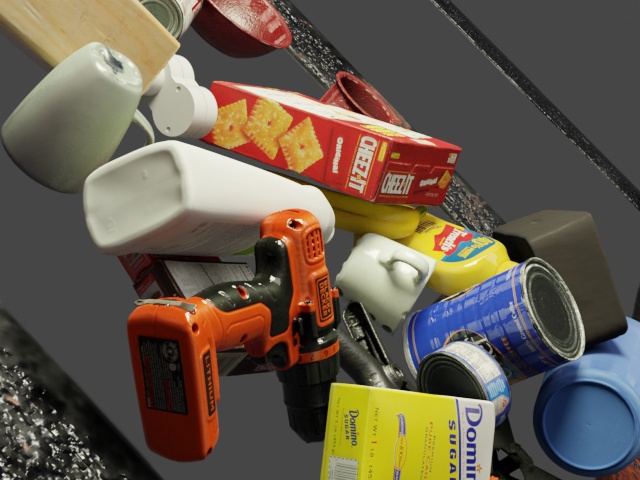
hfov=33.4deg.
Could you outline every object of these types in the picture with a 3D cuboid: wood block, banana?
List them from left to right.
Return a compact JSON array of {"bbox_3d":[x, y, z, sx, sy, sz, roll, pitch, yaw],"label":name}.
[{"bbox_3d":[-0.221,-0.196,0.862,0.091,0.090,0.205,33,-7,37],"label":"wood block"},{"bbox_3d":[0.017,-0.033,1.070,0.197,0.037,0.069,14,12,-11],"label":"banana"}]

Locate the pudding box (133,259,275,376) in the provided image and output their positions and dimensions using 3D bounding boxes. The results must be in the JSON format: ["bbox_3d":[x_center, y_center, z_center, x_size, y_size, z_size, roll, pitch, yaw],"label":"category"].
[{"bbox_3d":[-0.080,0.060,0.834,0.113,0.039,0.090,7,43,-57],"label":"pudding box"}]

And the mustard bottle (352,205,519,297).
[{"bbox_3d":[0.133,0.019,1.103,0.192,0.058,0.096,23,32,33],"label":"mustard bottle"}]

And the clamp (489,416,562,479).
[{"bbox_3d":[0.173,0.203,1.005,0.165,0.036,0.209,53,21,22],"label":"clamp"}]

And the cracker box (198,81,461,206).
[{"bbox_3d":[0.010,-0.097,1.086,0.214,0.072,0.163,22,13,28],"label":"cracker box"}]

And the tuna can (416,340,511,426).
[{"bbox_3d":[0.128,0.133,0.950,0.033,0.086,0.086,-23,67,-37],"label":"tuna can"}]

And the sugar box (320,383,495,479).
[{"bbox_3d":[0.074,0.166,0.841,0.175,0.048,0.093,13,80,-46],"label":"sugar box"}]

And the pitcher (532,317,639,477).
[{"bbox_3d":[0.302,0.166,1.115,0.242,0.149,0.145,-19,93,-70],"label":"pitcher"}]

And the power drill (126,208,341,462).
[{"bbox_3d":[-0.050,0.084,0.754,0.187,0.057,0.184,-27,112,-55],"label":"power drill"}]

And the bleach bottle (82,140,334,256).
[{"bbox_3d":[-0.068,-0.019,0.852,0.250,0.103,0.068,12,61,-60],"label":"bleach bottle"}]

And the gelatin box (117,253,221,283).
[{"bbox_3d":[-0.130,-0.002,0.862,0.089,0.030,0.073,2,48,-56],"label":"gelatin box"}]

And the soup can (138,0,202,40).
[{"bbox_3d":[-0.171,-0.255,1.166,0.068,0.069,0.102,38,25,-13],"label":"soup can"}]

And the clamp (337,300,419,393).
[{"bbox_3d":[0.048,0.121,0.933,0.171,0.039,0.120,54,24,22],"label":"clamp"}]

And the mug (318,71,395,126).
[{"bbox_3d":[0.024,-0.140,1.272,0.093,0.082,0.117,51,24,14],"label":"mug"}]

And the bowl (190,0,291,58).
[{"bbox_3d":[-0.114,-0.274,1.303,0.162,0.055,0.162,35,25,-20],"label":"bowl"}]

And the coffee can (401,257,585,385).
[{"bbox_3d":[0.163,0.090,1.014,0.102,0.141,0.103,33,43,-36],"label":"coffee can"}]
